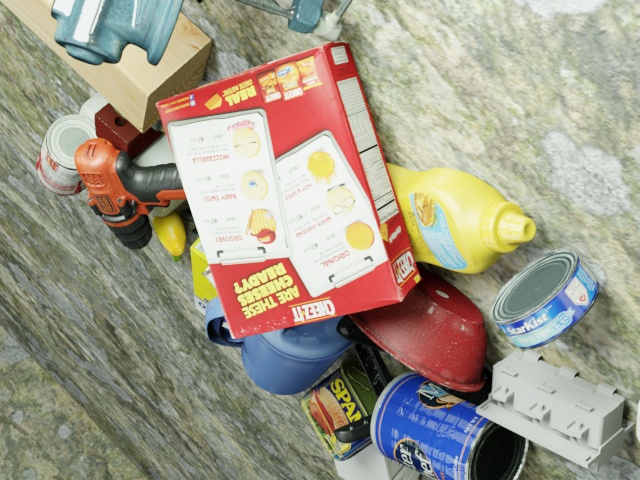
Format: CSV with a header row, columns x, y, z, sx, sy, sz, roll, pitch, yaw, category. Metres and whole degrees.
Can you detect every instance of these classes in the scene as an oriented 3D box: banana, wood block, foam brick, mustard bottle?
x,y,z,sx,sy,sz,roll,pitch,yaw,category
-0.187,-0.012,1.354,0.069,0.037,0.198,62,174,0,banana
-0.215,-0.218,1.049,0.206,0.090,0.090,43,157,4,wood block
-0.205,-0.134,1.183,0.053,0.078,0.051,41,157,8,foam brick
0.104,-0.018,0.904,0.192,0.058,0.096,10,133,52,mustard bottle

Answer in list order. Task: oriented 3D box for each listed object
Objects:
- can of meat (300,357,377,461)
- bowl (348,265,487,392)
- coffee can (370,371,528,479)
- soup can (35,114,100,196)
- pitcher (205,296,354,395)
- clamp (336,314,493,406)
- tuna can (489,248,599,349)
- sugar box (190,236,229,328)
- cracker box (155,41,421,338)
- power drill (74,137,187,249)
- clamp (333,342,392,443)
x,y,z,sx,sy,sz,roll,pitch,yaw,category
0.034,0.208,1.305,0.084,0.057,0.102,-41,70,31,can of meat
0.099,0.070,1.000,0.162,0.055,0.162,30,-163,-10,bowl
0.139,0.212,1.161,0.141,0.102,0.102,18,145,45,coffee can
-0.290,-0.097,1.235,0.068,0.068,0.102,46,155,-4,soup can
-0.040,0.102,1.228,0.149,0.145,0.243,39,158,7,pitcher
0.096,0.106,1.059,0.210,0.036,0.164,36,-164,-3,clamp
0.179,0.047,0.856,0.033,0.086,0.086,48,156,-12,tuna can
-0.114,0.061,1.339,0.093,0.048,0.176,35,153,14,sugar box
-0.025,-0.041,0.896,0.164,0.072,0.214,-14,98,26,cracker box
-0.162,-0.043,1.179,0.188,0.057,0.184,1,150,11,power drill
0.074,0.203,1.230,0.039,0.120,0.171,1,147,45,clamp
